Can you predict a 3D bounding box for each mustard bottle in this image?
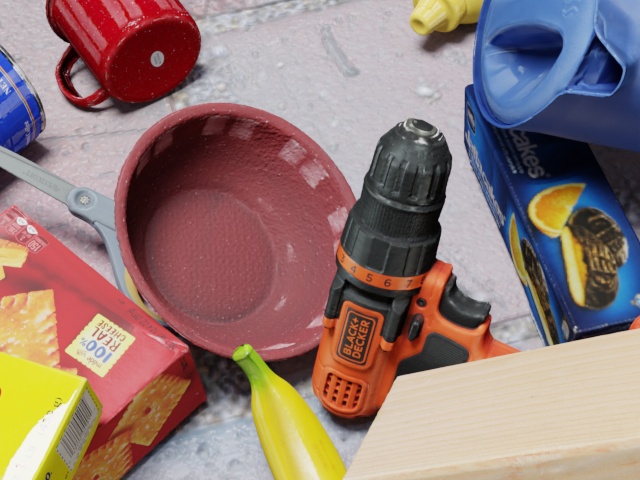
[{"bbox_3d":[0.129,-0.219,0.813,0.096,0.058,0.191,20,56,38],"label":"mustard bottle"}]

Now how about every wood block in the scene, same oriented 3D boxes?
[{"bbox_3d":[0.128,0.104,0.484,0.206,0.090,0.090,-16,19,30],"label":"wood block"}]

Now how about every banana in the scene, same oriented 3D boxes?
[{"bbox_3d":[-0.001,0.147,0.547,0.037,0.069,0.198,-37,55,17],"label":"banana"}]

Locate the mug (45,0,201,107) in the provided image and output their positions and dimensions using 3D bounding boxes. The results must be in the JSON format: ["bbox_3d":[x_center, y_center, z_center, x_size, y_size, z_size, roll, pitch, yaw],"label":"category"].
[{"bbox_3d":[-0.148,-0.146,0.775,0.117,0.093,0.081,-44,61,11],"label":"mug"}]

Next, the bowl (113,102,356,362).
[{"bbox_3d":[-0.054,0.001,0.642,0.161,0.055,0.162,12,65,-26],"label":"bowl"}]

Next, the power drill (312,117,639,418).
[{"bbox_3d":[0.094,0.042,0.558,0.188,0.185,0.057,22,36,13],"label":"power drill"}]

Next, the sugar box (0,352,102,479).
[{"bbox_3d":[-0.207,0.091,0.531,0.176,0.048,0.093,15,58,14],"label":"sugar box"}]

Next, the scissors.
[{"bbox_3d":[-0.145,-0.004,0.665,0.201,0.016,0.096,15,65,-8],"label":"scissors"}]

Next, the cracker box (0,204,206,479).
[{"bbox_3d":[-0.198,0.098,0.597,0.164,0.072,0.213,36,64,28],"label":"cracker box"}]

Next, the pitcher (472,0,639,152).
[{"bbox_3d":[0.221,-0.114,0.646,0.242,0.145,0.149,11,74,-19],"label":"pitcher"}]
